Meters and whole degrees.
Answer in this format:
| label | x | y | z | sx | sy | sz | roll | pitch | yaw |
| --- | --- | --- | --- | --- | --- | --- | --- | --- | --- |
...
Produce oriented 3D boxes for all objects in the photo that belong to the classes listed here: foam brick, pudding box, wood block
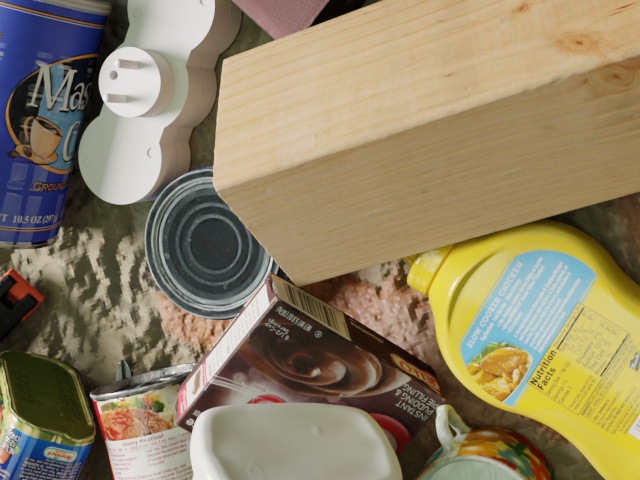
| label | x | y | z | sx | sy | sz | roll | pitch | yaw |
| --- | --- | --- | --- | --- | --- | --- | --- | --- | --- |
| foam brick | -0.002 | -0.141 | 0.551 | 0.051 | 0.053 | 0.078 | 43 | 108 | 11 |
| pudding box | -0.006 | 0.081 | 0.558 | 0.113 | 0.039 | 0.090 | 33 | 107 | -17 |
| wood block | 0.062 | -0.061 | 0.500 | 0.206 | 0.090 | 0.090 | -17 | 48 | 20 |

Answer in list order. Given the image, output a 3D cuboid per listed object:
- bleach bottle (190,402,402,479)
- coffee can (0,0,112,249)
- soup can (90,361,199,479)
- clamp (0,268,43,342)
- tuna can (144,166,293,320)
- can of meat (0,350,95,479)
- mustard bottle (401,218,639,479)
| label | x | y | z | sx | sy | sz | roll | pitch | yaw |
| --- | --- | --- | --- | --- | --- | --- | --- | --- | --- |
| bleach bottle | -0.038 | 0.198 | 0.559 | 0.102 | 0.068 | 0.251 | 2 | 124 | -23 |
| coffee can | -0.182 | -0.077 | 0.595 | 0.103 | 0.102 | 0.140 | 19 | 102 | 17 |
| soup can | -0.084 | 0.126 | 0.600 | 0.069 | 0.068 | 0.102 | -13 | 92 | 20 |
| clamp | -0.234 | 0.088 | 0.621 | 0.039 | 0.120 | 0.171 | 42 | 90 | -13 |
| tuna can | -0.054 | 0.001 | 0.594 | 0.086 | 0.033 | 0.086 | 2 | 96 | 19 |
| can of meat | -0.174 | 0.122 | 0.617 | 0.057 | 0.102 | 0.084 | 20 | 103 | -28 |
| mustard bottle | 0.116 | 0.045 | 0.525 | 0.192 | 0.058 | 0.096 | 33 | 108 | 13 |
